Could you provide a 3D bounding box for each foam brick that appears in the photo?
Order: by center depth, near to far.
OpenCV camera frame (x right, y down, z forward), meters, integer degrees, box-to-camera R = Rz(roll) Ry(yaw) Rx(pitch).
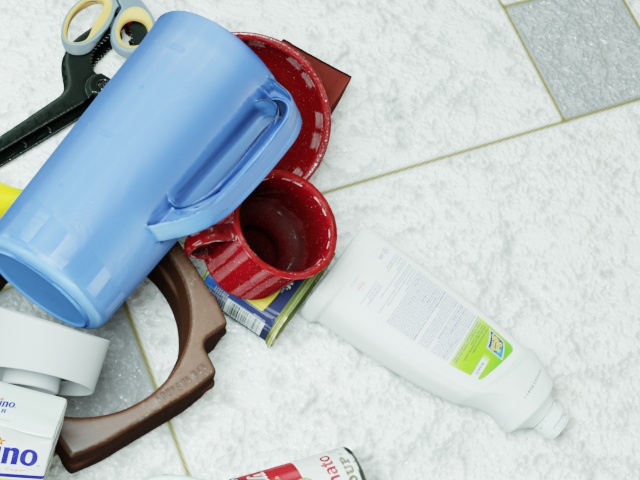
[{"bbox_3d":[-0.019,-0.147,1.037,0.078,0.053,0.051,28,63,1],"label":"foam brick"}]

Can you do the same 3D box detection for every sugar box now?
[{"bbox_3d":[-0.248,0.178,0.775,0.093,0.176,0.048,16,35,-7],"label":"sugar box"}]

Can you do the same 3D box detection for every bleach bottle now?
[{"bbox_3d":[0.111,0.099,0.958,0.251,0.068,0.102,37,64,1],"label":"bleach bottle"}]

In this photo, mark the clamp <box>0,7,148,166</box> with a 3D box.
[{"bbox_3d":[-0.212,-0.132,0.992,0.164,0.036,0.210,8,63,-8],"label":"clamp"}]

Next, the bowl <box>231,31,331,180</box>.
[{"bbox_3d":[-0.072,-0.112,0.979,0.162,0.055,0.162,-1,106,-4],"label":"bowl"}]

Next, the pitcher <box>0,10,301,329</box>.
[{"bbox_3d":[-0.135,-0.051,0.827,0.145,0.149,0.242,39,66,-8],"label":"pitcher"}]

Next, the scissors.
[{"bbox_3d":[-0.174,-0.246,1.029,0.096,0.016,0.201,25,61,9],"label":"scissors"}]

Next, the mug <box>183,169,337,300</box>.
[{"bbox_3d":[-0.056,0.001,0.871,0.117,0.082,0.093,-6,73,-32],"label":"mug"}]

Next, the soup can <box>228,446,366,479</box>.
[{"bbox_3d":[-0.018,0.214,0.873,0.102,0.069,0.068,-13,71,-19],"label":"soup can"}]

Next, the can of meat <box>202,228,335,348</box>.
[{"bbox_3d":[-0.050,0.030,0.951,0.084,0.057,0.102,34,64,4],"label":"can of meat"}]
